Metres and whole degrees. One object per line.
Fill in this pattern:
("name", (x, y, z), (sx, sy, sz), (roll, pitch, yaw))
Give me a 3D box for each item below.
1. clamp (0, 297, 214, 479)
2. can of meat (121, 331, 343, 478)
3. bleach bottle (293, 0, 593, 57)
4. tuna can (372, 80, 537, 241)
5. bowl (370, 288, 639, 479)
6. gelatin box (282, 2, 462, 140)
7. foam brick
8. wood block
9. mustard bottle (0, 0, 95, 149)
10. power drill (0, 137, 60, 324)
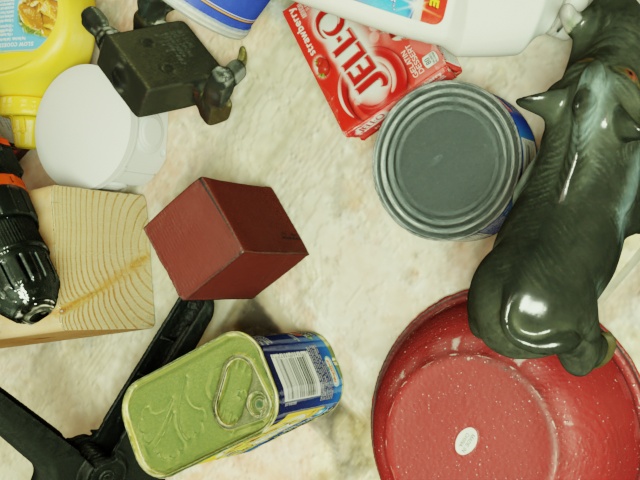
("clamp", (-0.146, 0.132, 0.640), (0.036, 0.164, 0.210), (33, 121, 45))
("can of meat", (-0.047, 0.091, 0.614), (0.102, 0.083, 0.057), (-30, 74, 26))
("bleach bottle", (0.024, -0.162, 0.534), (0.250, 0.068, 0.103), (19, 114, -5))
("tuna can", (0.073, -0.042, 0.578), (0.086, 0.033, 0.086), (-1, 88, 30))
("bowl", (0.087, 0.103, 0.553), (0.162, 0.055, 0.162), (-2, 87, 30))
("gelatin box", (0.029, -0.113, 0.609), (0.073, 0.030, 0.089), (-32, 73, 25))
("foam brick", (-0.054, 0.001, 0.625), (0.051, 0.078, 0.053), (-37, 71, 22))
("wood block", (-0.221, 0.027, 0.713), (0.206, 0.090, 0.090), (-9, 82, 29))
("mustard bottle", (-0.193, -0.158, 0.722), (0.096, 0.058, 0.191), (2, 89, 31))
("power drill", (-0.248, 0.012, 0.644), (0.188, 0.057, 0.184), (-40, 65, 19))
